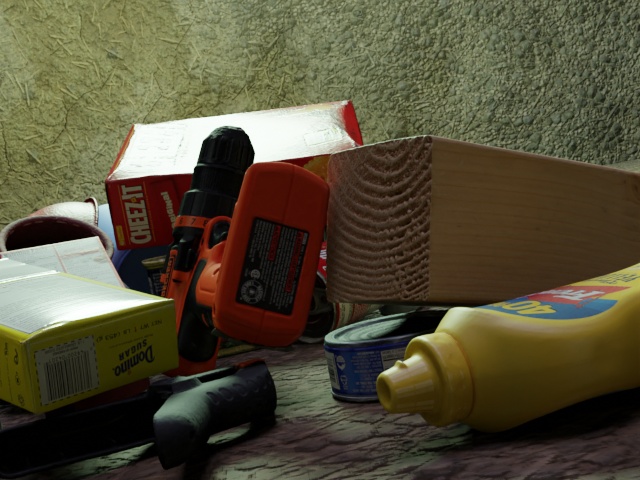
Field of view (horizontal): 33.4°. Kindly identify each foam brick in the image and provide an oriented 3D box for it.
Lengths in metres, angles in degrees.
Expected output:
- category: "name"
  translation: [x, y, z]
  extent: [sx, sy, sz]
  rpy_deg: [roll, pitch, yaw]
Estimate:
- category: "foam brick"
  translation: [-0.145, 0.087, 0.673]
  extent: [0.051, 0.053, 0.078]
  rpy_deg: [-13, 5, -28]

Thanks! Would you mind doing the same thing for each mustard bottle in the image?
- category: "mustard bottle"
  translation: [0.114, 0.048, 0.499]
  extent: [0.191, 0.058, 0.096]
  rpy_deg: [-12, 4, -22]

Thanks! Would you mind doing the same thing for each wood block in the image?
- category: "wood block"
  translation: [0.110, -0.003, 0.656]
  extent: [0.205, 0.091, 0.090]
  rpy_deg: [5, -6, -38]

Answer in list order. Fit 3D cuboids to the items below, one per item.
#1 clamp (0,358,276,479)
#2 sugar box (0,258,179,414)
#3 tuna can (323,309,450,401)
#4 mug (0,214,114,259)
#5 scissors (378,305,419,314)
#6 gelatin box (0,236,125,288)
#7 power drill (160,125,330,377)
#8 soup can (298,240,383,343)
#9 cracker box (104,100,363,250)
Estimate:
- category: "clamp"
  translation: [-0.085, 0.092, 0.555]
  extent: [0.120, 0.039, 0.171]
  rpy_deg: [-4, 0, 22]
- category: "sugar box"
  translation: [-0.171, 0.049, 0.605]
  extent: [0.093, 0.048, 0.177]
  rpy_deg: [-14, 14, -43]
- category: "tuna can"
  translation: [0.045, 0.065, 0.616]
  extent: [0.086, 0.034, 0.086]
  rpy_deg: [-10, 4, 1]
- category: "mug"
  translation: [-0.211, 0.041, 0.879]
  extent: [0.117, 0.081, 0.093]
  rpy_deg: [23, 31, 17]
- category: "scissors"
  translation: [0.102, 0.038, 0.968]
  extent: [0.096, 0.016, 0.201]
  rpy_deg: [-11, 5, 15]
- category: "gelatin box"
  translation: [-0.178, 0.037, 0.744]
  extent: [0.073, 0.030, 0.089]
  rpy_deg: [-12, 39, -24]
- category: "power drill"
  translation: [-0.055, 0.001, 0.690]
  extent: [0.057, 0.184, 0.188]
  rpy_deg: [13, -10, -18]
- category: "soup can"
  translation: [0.017, 0.031, 0.840]
  extent: [0.069, 0.068, 0.102]
  rpy_deg: [-7, 13, 44]
- category: "cracker box"
  translation: [-0.067, -0.063, 0.934]
  extent: [0.213, 0.072, 0.164]
  rpy_deg: [-6, 22, 1]
